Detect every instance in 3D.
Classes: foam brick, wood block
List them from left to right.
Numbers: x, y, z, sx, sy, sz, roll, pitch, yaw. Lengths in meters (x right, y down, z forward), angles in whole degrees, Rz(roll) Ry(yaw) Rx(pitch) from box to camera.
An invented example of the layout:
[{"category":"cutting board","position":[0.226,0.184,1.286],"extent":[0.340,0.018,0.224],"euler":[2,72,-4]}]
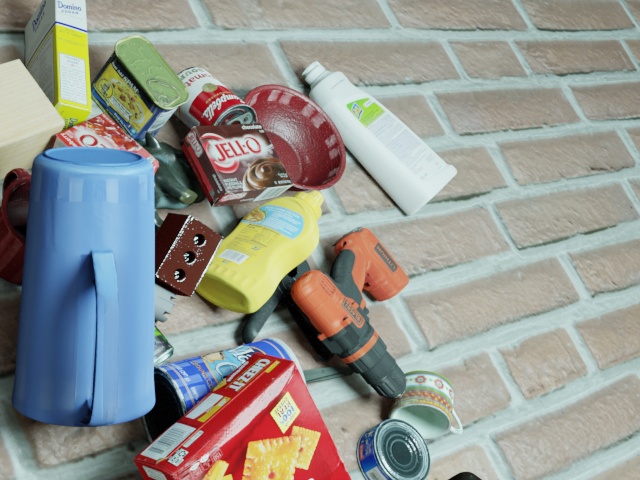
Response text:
[{"category":"wood block","position":[-0.375,-0.100,1.072],"extent":[0.091,0.090,0.205],"euler":[53,43,5]},{"category":"foam brick","position":[-0.155,0.016,1.168],"extent":[0.053,0.051,0.078],"euler":[35,76,-32]}]

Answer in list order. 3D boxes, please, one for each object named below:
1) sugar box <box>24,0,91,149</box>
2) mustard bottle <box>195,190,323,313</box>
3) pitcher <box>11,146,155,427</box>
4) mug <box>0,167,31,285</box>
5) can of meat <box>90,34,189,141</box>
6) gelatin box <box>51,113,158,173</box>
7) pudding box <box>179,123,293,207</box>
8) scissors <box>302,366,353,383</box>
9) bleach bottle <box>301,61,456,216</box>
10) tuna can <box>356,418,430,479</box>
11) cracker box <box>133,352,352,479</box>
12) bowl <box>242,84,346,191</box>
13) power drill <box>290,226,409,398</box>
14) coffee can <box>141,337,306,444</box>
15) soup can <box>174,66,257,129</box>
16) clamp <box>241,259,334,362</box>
[{"category":"sugar box","position":[-0.296,-0.193,1.201],"extent":[0.048,0.093,0.176],"euler":[15,53,-32]},{"category":"mustard bottle","position":[-0.058,0.002,1.236],"extent":[0.191,0.096,0.058],"euler":[-46,137,-34]},{"category":"pitcher","position":[-0.209,0.043,0.976],"extent":[0.144,0.149,0.243],"euler":[-22,120,-62]},{"category":"mug","position":[-0.297,-0.017,1.082],"extent":[0.093,0.082,0.117],"euler":[-12,70,-44]},{"category":"can of meat","position":[-0.216,-0.176,1.260],"extent":[0.102,0.084,0.057],"euler":[51,42,2]},{"category":"gelatin box","position":[-0.229,-0.089,1.135],"extent":[0.089,0.030,0.073],"euler":[42,42,11]},{"category":"pudding box","position":[-0.097,-0.088,1.230],"extent":[0.113,0.039,0.090],"euler":[-9,67,-50]},{"category":"scissors","position":[-0.037,0.174,1.208],"extent":[0.201,0.016,0.096],"euler":[14,55,-31]},{"category":"bleach bottle","position":[0.074,-0.155,1.501],"extent":[0.251,0.068,0.102],"euler":[47,42,1]},{"category":"tuna can","position":[0.086,0.251,1.240],"extent":[0.086,0.034,0.086],"euler":[21,49,-27]},{"category":"cracker box","position":[-0.056,0.241,1.012],"extent":[0.164,0.072,0.213],"euler":[-40,117,-32]},{"category":"bowl","position":[-0.047,-0.121,1.381],"extent":[0.161,0.055,0.162],"euler":[21,49,-27]},{"category":"power drill","position":[0.054,0.080,1.290],"extent":[0.184,0.057,0.187],"euler":[51,28,-13]},{"category":"coffee can","position":[-0.099,0.163,1.087],"extent":[0.140,0.103,0.103],"euler":[-11,68,-34]},{"category":"soup can","position":[-0.134,-0.160,1.302],"extent":[0.068,0.069,0.102],"euler":[-9,40,-43]},{"category":"clamp","position":[-0.051,0.063,1.260],"extent":[0.120,0.039,0.171],"euler":[11,49,-39]}]
